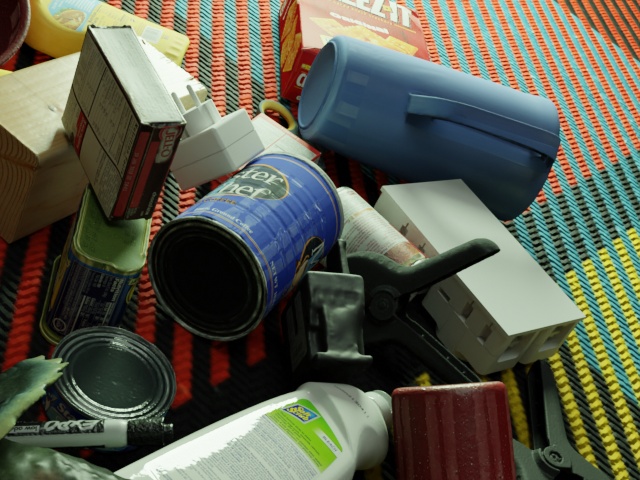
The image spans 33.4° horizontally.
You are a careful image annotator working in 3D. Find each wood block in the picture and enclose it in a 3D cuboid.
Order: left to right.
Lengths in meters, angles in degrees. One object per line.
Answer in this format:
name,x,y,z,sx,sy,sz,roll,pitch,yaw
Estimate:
wood block,-0.198,-0.090,0.872,0.091,0.090,0.205,39,36,13

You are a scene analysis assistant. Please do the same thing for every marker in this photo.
marker,-0.152,0.120,0.661,0.121,0.020,0.020,-1,40,-6

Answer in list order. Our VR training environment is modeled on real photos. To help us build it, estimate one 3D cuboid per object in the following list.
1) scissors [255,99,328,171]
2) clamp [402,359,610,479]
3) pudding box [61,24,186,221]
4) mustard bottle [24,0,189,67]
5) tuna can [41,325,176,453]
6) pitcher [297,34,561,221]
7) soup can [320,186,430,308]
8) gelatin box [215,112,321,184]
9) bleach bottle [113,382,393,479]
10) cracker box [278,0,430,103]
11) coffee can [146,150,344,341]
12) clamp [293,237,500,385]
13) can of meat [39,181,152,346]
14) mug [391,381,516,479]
scissors,-0.023,-0.082,1.046,0.096,0.016,0.201,19,36,-10
clamp,0.178,0.174,0.834,0.164,0.036,0.210,-12,48,-40
pudding box,-0.140,-0.083,0.749,0.039,0.090,0.113,-6,49,-36
mustard bottle,-0.226,-0.199,1.020,0.191,0.058,0.096,22,34,-9
tuna can,-0.142,0.100,0.715,0.086,0.034,0.086,18,36,-14
pitcher,0.109,-0.116,1.056,0.242,0.149,0.145,17,42,-18
soup can,0.038,0.010,0.923,0.102,0.069,0.068,43,37,22
gelatin box,-0.054,-0.072,0.989,0.073,0.030,0.089,34,45,13
bleach bottle,-0.027,0.156,0.699,0.103,0.068,0.250,46,36,21
cracker box,0.040,-0.214,1.207,0.164,0.072,0.213,18,35,-15
coffee can,-0.056,0.001,0.840,0.103,0.103,0.140,34,35,9
clamp,0.061,0.061,0.850,0.172,0.120,0.039,-3,-9,27
can of meat,-0.159,0.016,0.767,0.057,0.084,0.102,17,36,-16
mug,0.091,0.143,0.755,0.093,0.117,0.081,-3,82,-7
